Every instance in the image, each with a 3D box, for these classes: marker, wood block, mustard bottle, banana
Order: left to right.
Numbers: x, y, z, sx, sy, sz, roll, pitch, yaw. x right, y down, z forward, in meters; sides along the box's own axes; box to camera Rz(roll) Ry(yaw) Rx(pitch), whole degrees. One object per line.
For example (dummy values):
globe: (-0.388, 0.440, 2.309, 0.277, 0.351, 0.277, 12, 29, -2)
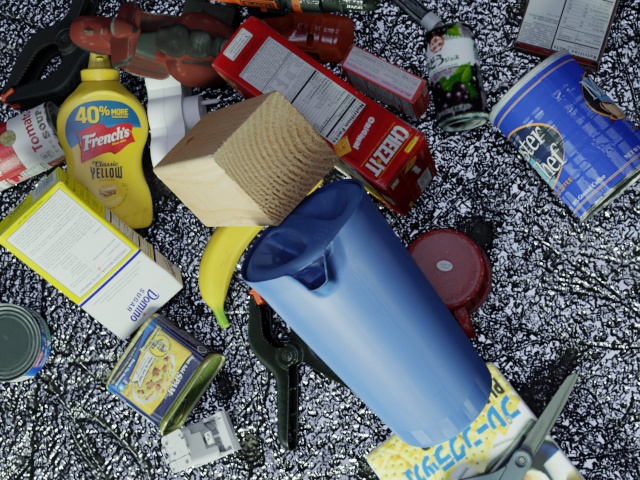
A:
mustard bottle: (-0.232, -0.107, 1.142, 0.096, 0.058, 0.191, -3, 94, -14)
wood block: (-0.078, -0.074, 1.038, 0.090, 0.206, 0.090, 47, 74, -17)
banana: (-0.075, -0.005, 1.138, 0.069, 0.037, 0.198, 32, 89, 2)
marker: (0.081, -0.269, 1.153, 0.121, 0.020, 0.020, 44, 91, 13)

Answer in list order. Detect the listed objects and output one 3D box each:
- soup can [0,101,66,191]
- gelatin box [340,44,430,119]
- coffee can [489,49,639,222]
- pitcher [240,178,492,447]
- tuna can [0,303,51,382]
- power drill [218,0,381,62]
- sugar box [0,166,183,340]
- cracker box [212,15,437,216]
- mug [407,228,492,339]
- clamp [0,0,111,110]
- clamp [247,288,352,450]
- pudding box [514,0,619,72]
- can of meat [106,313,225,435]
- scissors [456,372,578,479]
soup can: (-0.330, -0.103, 1.179, 0.102, 0.068, 0.068, -24, 79, 5)
gelatin box: (0.070, -0.165, 1.113, 0.089, 0.073, 0.030, 28, 88, 12)
coffee can: (0.251, -0.103, 1.058, 0.103, 0.102, 0.140, -40, 78, 3)
pitcher: (0.050, 0.068, 0.979, 0.242, 0.145, 0.149, 51, 55, -21)
tuna can: (-0.339, 0.112, 1.169, 0.086, 0.033, 0.086, -1, 82, 10)
power drill: (-0.017, -0.236, 1.080, 0.184, 0.187, 0.057, 11, 83, 13)
sugar box: (-0.237, 0.016, 1.107, 0.093, 0.048, 0.176, -41, 119, 9)
cracker box: (0.011, -0.123, 1.072, 0.214, 0.164, 0.072, 37, 90, 13)
mug: (0.129, 0.044, 1.070, 0.093, 0.081, 0.117, -19, 80, 7)
clamp: (-0.266, -0.214, 1.188, 0.210, 0.036, 0.165, -45, 61, 4)
clamp: (-0.031, 0.129, 1.109, 0.120, 0.039, 0.171, -41, 70, 11)
pudding box: (0.260, -0.240, 1.108, 0.090, 0.039, 0.113, 18, 88, 11)
can of meat: (-0.165, 0.139, 1.123, 0.084, 0.057, 0.102, 34, 90, 14)
scissors: (0.168, 0.208, 1.006, 0.096, 0.016, 0.202, 16, 85, 11)
